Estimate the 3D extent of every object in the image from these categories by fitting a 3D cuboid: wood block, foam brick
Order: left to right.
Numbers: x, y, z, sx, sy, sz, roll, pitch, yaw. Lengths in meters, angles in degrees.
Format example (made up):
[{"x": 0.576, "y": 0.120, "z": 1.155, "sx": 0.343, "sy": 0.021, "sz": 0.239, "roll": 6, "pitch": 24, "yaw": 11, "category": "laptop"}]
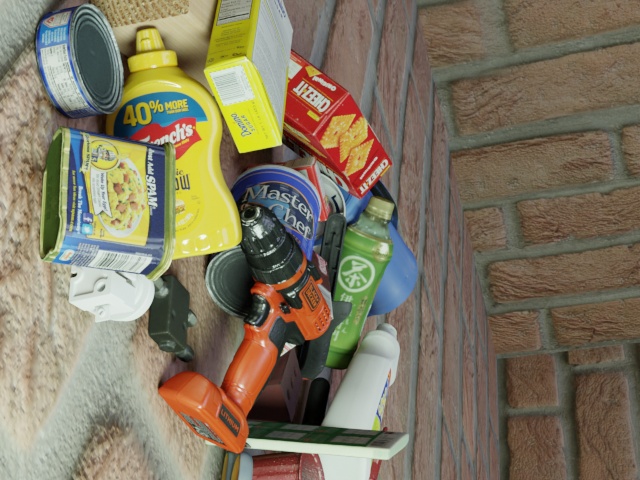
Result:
[{"x": -0.127, "y": -0.207, "z": 0.989, "sx": 0.206, "sy": 0.091, "sz": 0.090, "roll": 29, "pitch": 53, "yaw": -72, "category": "wood block"}, {"x": -0.054, "y": 0.155, "z": 1.146, "sx": 0.078, "sy": 0.051, "sz": 0.053, "roll": -73, "pitch": 152, "yaw": -60, "category": "foam brick"}]

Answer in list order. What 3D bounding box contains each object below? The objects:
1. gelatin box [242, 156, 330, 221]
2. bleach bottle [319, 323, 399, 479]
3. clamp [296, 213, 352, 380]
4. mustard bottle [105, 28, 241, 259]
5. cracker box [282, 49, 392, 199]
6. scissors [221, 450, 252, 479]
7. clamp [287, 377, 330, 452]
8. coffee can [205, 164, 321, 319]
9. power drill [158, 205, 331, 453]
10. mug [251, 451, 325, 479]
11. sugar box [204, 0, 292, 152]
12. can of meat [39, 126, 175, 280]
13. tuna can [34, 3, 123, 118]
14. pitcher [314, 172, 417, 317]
[{"x": -0.040, "y": -0.055, "z": 1.246, "sx": 0.030, "sy": 0.089, "sz": 0.073, "roll": -71, "pitch": 150, "yaw": -57, "category": "gelatin box"}, {"x": 0.052, "y": 0.185, "z": 1.291, "sx": 0.250, "sy": 0.068, "sz": 0.102, "roll": -66, "pitch": 161, "yaw": -50, "category": "bleach bottle"}, {"x": 0.002, "y": 0.095, "z": 1.248, "sx": 0.164, "sy": 0.036, "sz": 0.210, "roll": -93, "pitch": -164, "yaw": -57, "category": "clamp"}, {"x": -0.128, "y": -0.081, "z": 0.894, "sx": 0.058, "sy": 0.096, "sz": 0.191, "roll": -57, "pitch": 138, "yaw": -85, "category": "mustard bottle"}, {"x": -0.016, "y": -0.149, "z": 1.271, "sx": 0.164, "sy": 0.072, "sz": 0.213, "roll": 39, "pitch": -4, "yaw": 24, "category": "cracker box"}, {"x": -0.082, "y": 0.278, "z": 0.959, "sx": 0.096, "sy": 0.016, "sz": 0.201, "roll": 118, "pitch": -22, "yaw": -52, "category": "scissors"}, {"x": -0.013, "y": 0.239, "z": 1.278, "sx": 0.171, "sy": 0.039, "sz": 0.120, "roll": -41, "pitch": 125, "yaw": -76, "category": "clamp"}, {"x": -0.057, "y": 0.001, "z": 1.117, "sx": 0.140, "sy": 0.103, "sz": 0.103, "roll": -80, "pitch": 157, "yaw": -51, "category": "coffee can"}, {"x": -0.066, "y": 0.083, "z": 0.965, "sx": 0.187, "sy": 0.057, "sz": 0.184, "roll": -57, "pitch": 143, "yaw": -23, "category": "power drill"}, {"x": -0.044, "y": 0.264, "z": 1.057, "sx": 0.093, "sy": 0.081, "sz": 0.117, "roll": 50, "pitch": 34, "yaw": -64, "category": "mug"}, {"x": -0.061, "y": -0.170, "z": 0.945, "sx": 0.176, "sy": 0.048, "sz": 0.093, "roll": -90, "pitch": 164, "yaw": -47, "category": "sugar box"}, {"x": -0.153, "y": -0.027, "z": 0.769, "sx": 0.083, "sy": 0.058, "sz": 0.102, "roll": 9, "pitch": 65, "yaw": -28, "category": "can of meat"}, {"x": -0.186, "y": -0.138, "z": 0.828, "sx": 0.086, "sy": 0.034, "sz": 0.086, "roll": -8, "pitch": 90, "yaw": -76, "category": "tuna can"}, {"x": 0.044, "y": -0.013, "z": 1.478, "sx": 0.149, "sy": 0.145, "sz": 0.242, "roll": 64, "pitch": 5, "yaw": 37, "category": "pitcher"}]
